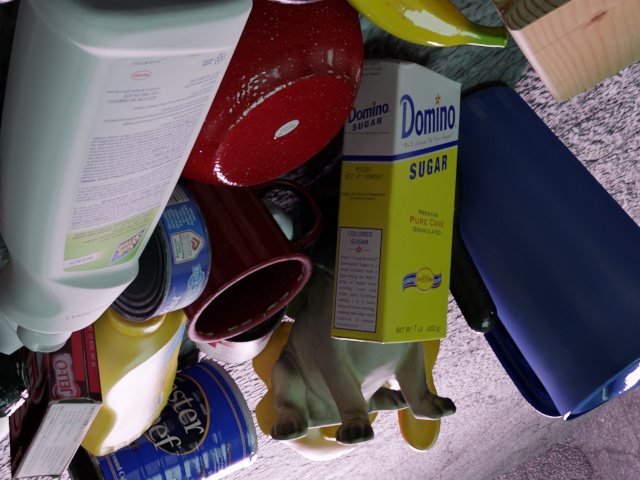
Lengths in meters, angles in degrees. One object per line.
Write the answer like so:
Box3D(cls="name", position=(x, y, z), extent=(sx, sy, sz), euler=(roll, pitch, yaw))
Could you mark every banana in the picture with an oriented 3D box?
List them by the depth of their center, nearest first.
Box3D(cls="banana", position=(0.030, -0.149, 0.530), extent=(0.070, 0.037, 0.197), euler=(-16, 152, 24))

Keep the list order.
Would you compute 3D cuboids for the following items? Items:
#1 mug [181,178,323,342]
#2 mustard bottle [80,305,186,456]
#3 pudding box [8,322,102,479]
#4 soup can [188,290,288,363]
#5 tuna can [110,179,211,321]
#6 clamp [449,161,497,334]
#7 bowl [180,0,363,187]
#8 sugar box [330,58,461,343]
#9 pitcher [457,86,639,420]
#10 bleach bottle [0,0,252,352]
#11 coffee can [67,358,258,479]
Box3D(cls="mug", position=(-0.055, 0.001, 0.697), extent=(0.117, 0.081, 0.093), euler=(-32, 159, -3))
Box3D(cls="mustard bottle", position=(-0.138, 0.082, 0.776), extent=(0.096, 0.058, 0.192), euler=(-44, 167, -33))
Box3D(cls="pudding box", position=(-0.177, 0.093, 0.699), extent=(0.039, 0.090, 0.114), euler=(5, 142, -25))
Box3D(cls="soup can", position=(-0.063, 0.051, 0.788), extent=(0.068, 0.068, 0.102), euler=(-28, 171, -15))
Box3D(cls="tuna can", position=(-0.102, 0.002, 0.626), extent=(0.033, 0.086, 0.086), euler=(-16, 153, -42))
Box3D(cls="clamp", position=(0.082, -0.012, 0.783), extent=(0.039, 0.120, 0.171), euler=(-28, 124, -36))
Box3D(cls="bowl", position=(-0.033, -0.080, 0.593), extent=(0.162, 0.055, 0.162), euler=(-29, 158, -13))
Box3D(cls="sugar box", position=(0.052, -0.024, 0.694), extent=(0.048, 0.176, 0.093), euler=(6, -179, 32))
Box3D(cls="pitcher", position=(0.167, 0.010, 0.813), extent=(0.149, 0.243, 0.145), euler=(-36, 159, 5))
Box3D(cls="bleach bottle", position=(-0.119, -0.029, 0.526), extent=(0.102, 0.068, 0.251), euler=(-17, 147, -41))
Box3D(cls="coffee can", position=(-0.140, 0.175, 0.921), extent=(0.140, 0.103, 0.103), euler=(-21, 156, -29))
